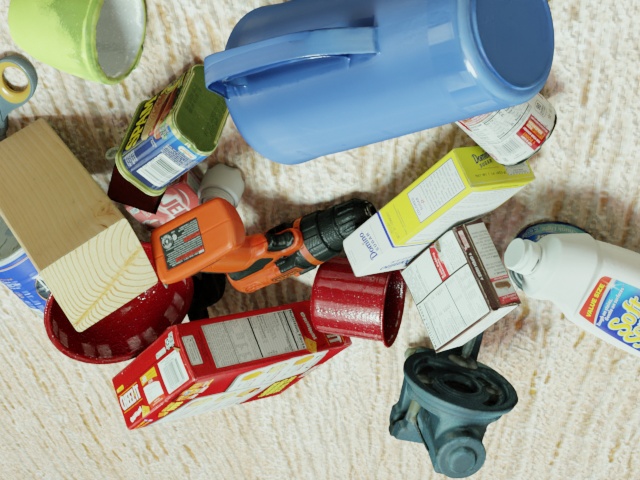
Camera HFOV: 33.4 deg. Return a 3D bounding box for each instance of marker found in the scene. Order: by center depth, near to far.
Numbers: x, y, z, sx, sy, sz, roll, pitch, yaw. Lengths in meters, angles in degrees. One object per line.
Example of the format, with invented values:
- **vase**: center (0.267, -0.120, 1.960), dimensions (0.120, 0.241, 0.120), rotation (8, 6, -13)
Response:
- **marker**: center (-0.190, -0.049, 1.120), dimensions (0.020, 0.020, 0.121), rotation (-4, 137, 23)

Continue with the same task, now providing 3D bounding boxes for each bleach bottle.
- **bleach bottle**: center (0.275, 0.055, 1.004), dimensions (0.250, 0.068, 0.103), rotation (19, 129, -24)

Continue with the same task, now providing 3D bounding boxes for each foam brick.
- **foam brick**: center (-0.169, -0.075, 1.037), dimensions (0.053, 0.078, 0.051), rotation (19, 141, -7)

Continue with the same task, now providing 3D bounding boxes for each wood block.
- **wood block**: center (-0.250, -0.020, 1.026), dimensions (0.206, 0.090, 0.090), rotation (44, 162, 42)

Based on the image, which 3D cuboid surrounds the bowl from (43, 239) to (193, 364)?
- **bowl**: center (-0.219, 0.053, 1.130), dimensions (0.162, 0.055, 0.162), rotation (-17, 132, -19)

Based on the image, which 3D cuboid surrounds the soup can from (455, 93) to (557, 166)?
- **soup can**: center (0.140, -0.117, 0.889), dimensions (0.102, 0.068, 0.069), rotation (38, 136, -25)

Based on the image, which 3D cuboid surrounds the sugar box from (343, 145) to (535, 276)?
- **sugar box**: center (0.106, -0.027, 0.991), dimensions (0.093, 0.048, 0.177), rotation (-8, 160, -41)

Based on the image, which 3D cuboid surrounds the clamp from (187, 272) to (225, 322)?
- **clamp**: center (-0.166, 0.058, 1.225), dimensions (0.120, 0.039, 0.172), rotation (16, 135, -7)

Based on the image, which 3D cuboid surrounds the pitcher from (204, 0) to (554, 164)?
- **pitcher**: center (0.040, -0.136, 0.795), dimensions (0.243, 0.149, 0.145), rotation (-6, 131, 47)

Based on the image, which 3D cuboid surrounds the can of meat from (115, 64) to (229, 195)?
- **can of meat**: center (-0.131, -0.102, 0.973), dimensions (0.057, 0.102, 0.084), rotation (39, 134, -26)

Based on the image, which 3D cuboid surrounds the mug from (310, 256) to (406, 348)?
- **mug**: center (0.043, 0.062, 1.132), dimensions (0.082, 0.093, 0.117), rotation (7, 177, 18)

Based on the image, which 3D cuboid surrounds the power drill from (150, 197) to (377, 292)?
- **power drill**: center (-0.057, 0.001, 1.039), dimensions (0.185, 0.057, 0.187), rotation (-27, 160, 30)

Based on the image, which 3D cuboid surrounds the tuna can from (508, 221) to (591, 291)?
- **tuna can**: center (0.230, 0.020, 1.049), dimensions (0.086, 0.033, 0.086), rotation (10, 141, 8)

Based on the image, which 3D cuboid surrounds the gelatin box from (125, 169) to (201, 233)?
- **gelatin box**: center (-0.147, -0.029, 1.106), dimensions (0.073, 0.030, 0.089), rotation (-22, 133, 18)

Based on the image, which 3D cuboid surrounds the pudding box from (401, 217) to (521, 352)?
- **pudding box**: center (0.129, 0.044, 1.002), dimensions (0.039, 0.090, 0.114), rotation (-15, 162, -28)

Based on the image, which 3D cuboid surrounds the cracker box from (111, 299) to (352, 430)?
- **cracker box**: center (-0.099, 0.133, 1.181), dimensions (0.213, 0.072, 0.164), rotation (-8, 159, -39)

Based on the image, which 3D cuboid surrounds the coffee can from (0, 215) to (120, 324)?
- **coffee can**: center (-0.296, 0.030, 1.185), dimensions (0.103, 0.102, 0.140), rotation (-12, 134, 30)

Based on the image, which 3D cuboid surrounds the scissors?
- **scissors**: center (-0.311, -0.122, 1.078), dimensions (0.096, 0.016, 0.202), rotation (3, 140, 16)
